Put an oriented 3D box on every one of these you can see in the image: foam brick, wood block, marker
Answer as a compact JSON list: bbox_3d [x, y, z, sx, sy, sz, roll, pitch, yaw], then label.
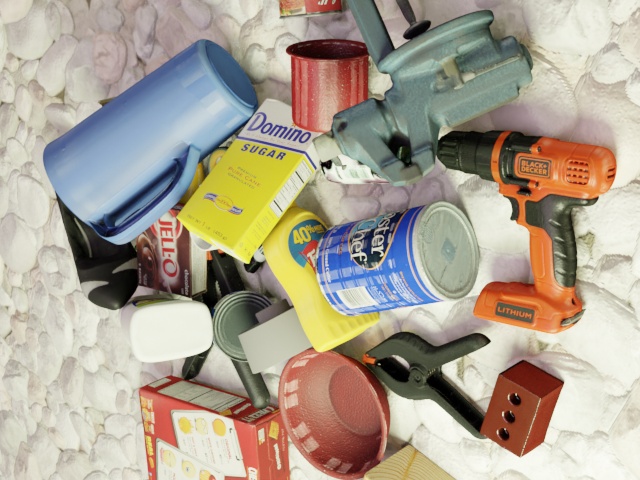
[{"bbox_3d":[0.205,0.171,1.089,0.053,0.051,0.078,29,121,32],"label":"foam brick"},{"bbox_3d":[0.078,0.352,1.230,0.090,0.090,0.206,35,124,28],"label":"wood block"},{"bbox_3d":[-0.058,0.002,1.284,0.020,0.020,0.121,54,130,14],"label":"marker"}]

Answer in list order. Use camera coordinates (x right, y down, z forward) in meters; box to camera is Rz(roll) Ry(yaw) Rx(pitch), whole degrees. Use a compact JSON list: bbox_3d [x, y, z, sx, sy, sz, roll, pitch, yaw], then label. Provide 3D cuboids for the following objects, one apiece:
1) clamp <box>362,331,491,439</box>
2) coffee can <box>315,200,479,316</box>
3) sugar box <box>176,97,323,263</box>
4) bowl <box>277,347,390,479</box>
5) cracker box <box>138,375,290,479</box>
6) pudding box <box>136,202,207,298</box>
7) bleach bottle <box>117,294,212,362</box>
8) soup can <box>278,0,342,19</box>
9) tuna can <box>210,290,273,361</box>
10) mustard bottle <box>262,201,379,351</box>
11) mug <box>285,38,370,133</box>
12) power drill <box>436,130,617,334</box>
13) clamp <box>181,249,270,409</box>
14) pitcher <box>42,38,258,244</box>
[{"bbox_3d":[0.120,0.135,1.159,0.172,0.039,0.120,20,115,35],"label":"clamp"},{"bbox_3d":[0.079,0.021,1.115,0.141,0.102,0.103,-13,95,43],"label":"coffee can"},{"bbox_3d":[-0.070,-0.069,1.184,0.093,0.048,0.176,29,79,31],"label":"sugar box"},{"bbox_3d":[0.027,0.195,1.247,0.162,0.055,0.162,14,113,37],"label":"bowl"},{"bbox_3d":[-0.138,0.281,1.408,0.214,0.071,0.164,9,110,38],"label":"cracker box"},{"bbox_3d":[-0.186,0.008,1.333,0.090,0.039,0.113,11,111,33],"label":"pudding box"},{"bbox_3d":[-0.215,0.102,1.355,0.251,0.102,0.068,-176,80,-69],"label":"bleach bottle"},{"bbox_3d":[-0.015,-0.287,1.122,0.069,0.068,0.102,5,106,40],"label":"soup can"},{"bbox_3d":[-0.093,0.104,1.300,0.034,0.086,0.086,176,77,-76],"label":"tuna can"},{"bbox_3d":[-0.013,0.025,1.200,0.058,0.096,0.192,-37,78,40],"label":"mustard bottle"},{"bbox_3d":[0.006,-0.167,1.137,0.117,0.093,0.081,-133,38,-59],"label":"mug"},{"bbox_3d":[0.191,-0.013,1.038,0.185,0.057,0.188,13,112,38],"label":"power drill"},{"bbox_3d":[-0.135,0.106,1.371,0.165,0.036,0.210,2,103,46],"label":"clamp"},{"bbox_3d":[-0.191,-0.116,1.242,0.243,0.145,0.149,-34,98,19],"label":"pitcher"}]
